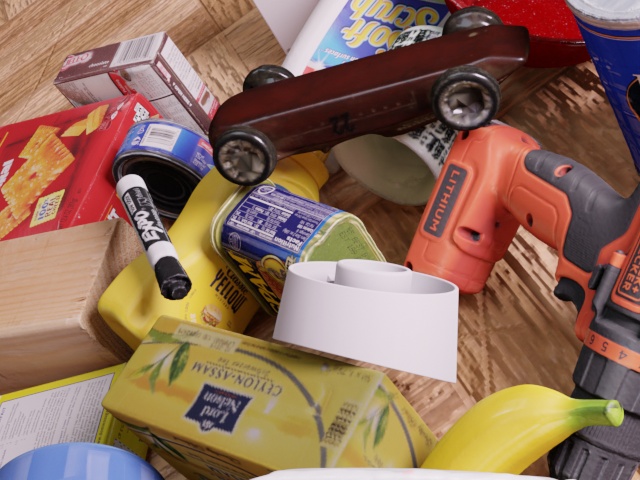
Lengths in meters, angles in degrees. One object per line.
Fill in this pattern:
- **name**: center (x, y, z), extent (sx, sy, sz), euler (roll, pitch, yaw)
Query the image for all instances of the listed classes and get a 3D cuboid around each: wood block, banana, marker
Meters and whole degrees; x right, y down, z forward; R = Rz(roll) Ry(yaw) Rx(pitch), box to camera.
- **wood block**: center (-0.211, 0.058, 0.770), extent (0.206, 0.090, 0.090), euler (-9, 48, 29)
- **banana**: center (0.060, 0.140, 0.501), extent (0.198, 0.037, 0.070), euler (-58, 25, 6)
- **marker**: center (-0.102, -0.002, 0.649), extent (0.020, 0.020, 0.121), euler (-36, 41, 2)

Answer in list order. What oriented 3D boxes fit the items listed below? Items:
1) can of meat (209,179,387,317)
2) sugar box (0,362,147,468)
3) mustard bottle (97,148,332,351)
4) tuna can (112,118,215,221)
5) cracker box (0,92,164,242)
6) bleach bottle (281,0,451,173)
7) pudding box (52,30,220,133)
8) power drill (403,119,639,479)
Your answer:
- **can of meat**: center (-0.006, 0.016, 0.652), extent (0.084, 0.102, 0.057), euler (21, 66, 44)
- **sugar box**: center (-0.195, 0.146, 0.709), extent (0.176, 0.048, 0.093), euler (-18, 43, 27)
- **mustard bottle**: center (-0.054, 0.001, 0.704), extent (0.058, 0.096, 0.191), euler (19, 65, 46)
- **tuna can**: center (-0.113, -0.051, 0.806), extent (0.086, 0.086, 0.033), euler (-4, 51, 33)
- **cracker box**: center (-0.240, -0.030, 0.889), extent (0.214, 0.072, 0.164), euler (-7, 48, 32)
- **bleach bottle**: center (0.036, -0.138, 0.780), extent (0.251, 0.102, 0.068), euler (-58, 11, -7)
- **pudding box**: center (-0.155, -0.123, 0.903), extent (0.114, 0.090, 0.039), euler (-5, 51, 32)
- **power drill**: center (0.124, 0.022, 0.558), extent (0.188, 0.057, 0.184), euler (32, 100, 54)
